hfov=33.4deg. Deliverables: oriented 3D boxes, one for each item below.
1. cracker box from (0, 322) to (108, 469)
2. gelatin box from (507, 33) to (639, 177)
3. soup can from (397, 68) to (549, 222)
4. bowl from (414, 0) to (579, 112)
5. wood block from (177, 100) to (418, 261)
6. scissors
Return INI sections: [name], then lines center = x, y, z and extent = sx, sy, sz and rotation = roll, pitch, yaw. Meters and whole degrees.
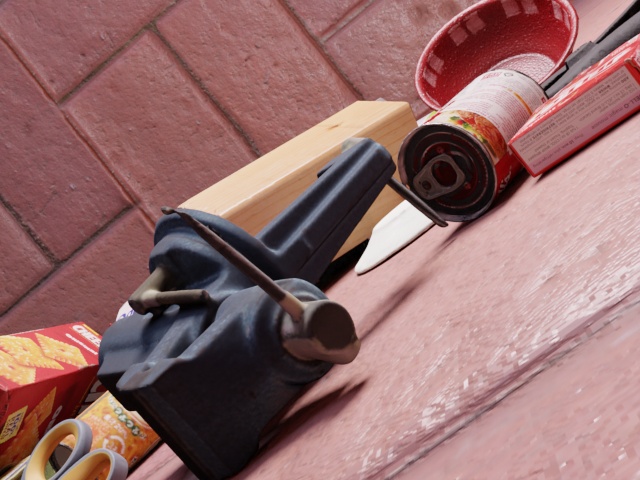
[cracker box]
center = -0.266, 0.161, 0.903
extent = 0.164, 0.072, 0.213
rotation = -59, -14, 9
[gelatin box]
center = 0.161, -0.082, 0.635
extent = 0.089, 0.030, 0.073
rotation = -37, 4, 33
[soup can]
center = 0.103, -0.064, 0.697
extent = 0.069, 0.068, 0.102
rotation = -36, 4, 44
[bowl]
center = 0.172, -0.161, 1.000
extent = 0.162, 0.055, 0.162
rotation = -20, 44, 21
[wood block]
center = -0.008, -0.038, 0.941
extent = 0.205, 0.090, 0.091
rotation = -33, 22, -23
[scissors]
center = -0.210, 0.194, 0.708
extent = 0.202, 0.016, 0.096
rotation = -38, 40, 8
